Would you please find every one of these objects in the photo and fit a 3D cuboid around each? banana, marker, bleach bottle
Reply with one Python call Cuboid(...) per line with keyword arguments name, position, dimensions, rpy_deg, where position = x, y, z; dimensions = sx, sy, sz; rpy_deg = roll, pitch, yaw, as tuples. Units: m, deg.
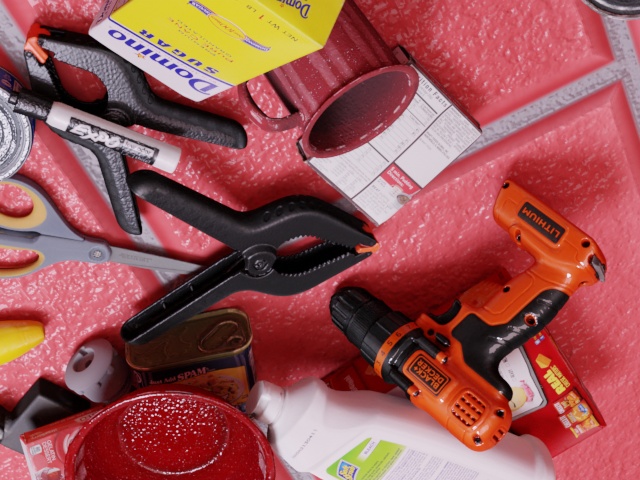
Cuboid(name="banana", position=(-0.308, 0.118, 0.852), dimensions=(0.198, 0.037, 0.069), rpy_deg=(-41, 140, 15))
Cuboid(name="marker", position=(-0.155, -0.077, 0.733), dimensions=(0.121, 0.020, 0.020), rpy_deg=(21, 114, -17))
Cuboid(name="bleach bottle", position=(0.060, 0.165, 0.860), dimensions=(0.250, 0.068, 0.103), rpy_deg=(26, 113, -19))

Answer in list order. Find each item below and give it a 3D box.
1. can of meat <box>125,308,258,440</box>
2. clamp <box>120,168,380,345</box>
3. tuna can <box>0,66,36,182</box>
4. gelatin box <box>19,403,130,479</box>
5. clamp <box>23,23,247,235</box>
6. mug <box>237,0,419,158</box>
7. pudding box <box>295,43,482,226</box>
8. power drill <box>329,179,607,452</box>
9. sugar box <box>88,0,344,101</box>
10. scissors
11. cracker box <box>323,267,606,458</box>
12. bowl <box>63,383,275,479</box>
Cuboid(name="can of meat", position=(-0.101, 0.111, 0.877), dimensions=(0.102, 0.057, 0.084), rpy_deg=(-11, 124, -5))
Cuboid(name="clamp", position=(-0.055, 0.001, 0.817), dimensions=(0.209, 0.036, 0.165), rpy_deg=(-11, 134, -14))
Cuboid(name="tuna can", position=(-0.243, -0.081, 0.747), dimensions=(0.086, 0.034, 0.086), rpy_deg=(-5, 121, -9))
Cuboid(name="gelatin box", position=(-0.196, 0.187, 0.867), dimensions=(0.073, 0.030, 0.089), rpy_deg=(-17, 106, -24))
Cuboid(name="clamp", position=(-0.150, -0.080, 0.766), dimensions=(0.171, 0.039, 0.120), rpy_deg=(36, 102, -24))
Cuboid(name="mug", position=(-0.002, -0.112, 0.731), dimensions=(0.117, 0.081, 0.093), rpy_deg=(-26, 158, -18))
Cuboid(name="pudding box", position=(0.052, -0.078, 0.810), dimensions=(0.113, 0.039, 0.090), rpy_deg=(-43, 119, 12))
Cuboid(name="power drill", position=(0.118, 0.046, 0.846), dimensions=(0.187, 0.185, 0.057), rpy_deg=(-50, 150, 0))
Cuboid(name="sugar box", position=(-0.071, -0.140, 0.667), dimensions=(0.093, 0.177, 0.048), rpy_deg=(31, 69, -24))
Cuboid(name="scissors", position=(-0.178, -0.009, 0.814), dimensions=(0.201, 0.016, 0.096), rpy_deg=(-2, 120, -11))
Cuboid(name="cracker box", position=(0.116, 0.147, 0.936), dimensions=(0.214, 0.072, 0.164), rpy_deg=(-33, 119, 9))
Cuboid(name="bowl", position=(-0.116, 0.167, 0.837), dimensions=(0.162, 0.055, 0.162), rpy_deg=(-2, 119, -3))
